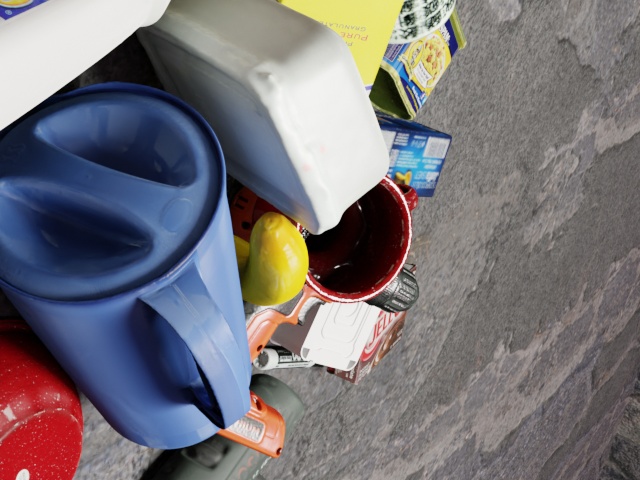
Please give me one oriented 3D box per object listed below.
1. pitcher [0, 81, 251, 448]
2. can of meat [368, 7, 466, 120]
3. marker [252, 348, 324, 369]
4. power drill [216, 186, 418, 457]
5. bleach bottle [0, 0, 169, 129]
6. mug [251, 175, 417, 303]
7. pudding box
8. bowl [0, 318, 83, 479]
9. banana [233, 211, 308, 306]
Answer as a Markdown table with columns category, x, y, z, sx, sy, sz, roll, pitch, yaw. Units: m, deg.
| category | x | y | z | sx | sy | sz | roll | pitch | yaw |
| --- | --- | --- | --- | --- | --- | --- | --- | --- | --- |
| pitcher | -0.100 | 0.039 | 0.621 | 0.243 | 0.145 | 0.149 | 83 | 12 | -58 |
| can of meat | 0.068 | -0.157 | 0.872 | 0.084 | 0.057 | 0.102 | -58 | 153 | -10 |
| marker | -0.025 | 0.107 | 0.971 | 0.121 | 0.020 | 0.020 | 11 | 103 | -63 |
| power drill | -0.024 | 0.069 | 0.828 | 0.184 | 0.057 | 0.187 | 30 | 86 | -31 |
| bleach bottle | -0.150 | -0.108 | 0.489 | 0.250 | 0.103 | 0.068 | -47 | 161 | -43 |
| mug | 0.013 | -0.014 | 0.749 | 0.117 | 0.082 | 0.093 | -27 | 111 | -23 |
| pudding box | 0.051 | 0.076 | 1.048 | 0.113 | 0.039 | 0.090 | -39 | 145 | -57 |
| bowl | -0.195 | 0.131 | 0.641 | 0.161 | 0.055 | 0.162 | -41 | 145 | -39 |
| banana | -0.043 | 0.013 | 0.677 | 0.069 | 0.198 | 0.037 | 44 | 76 | -16 |
